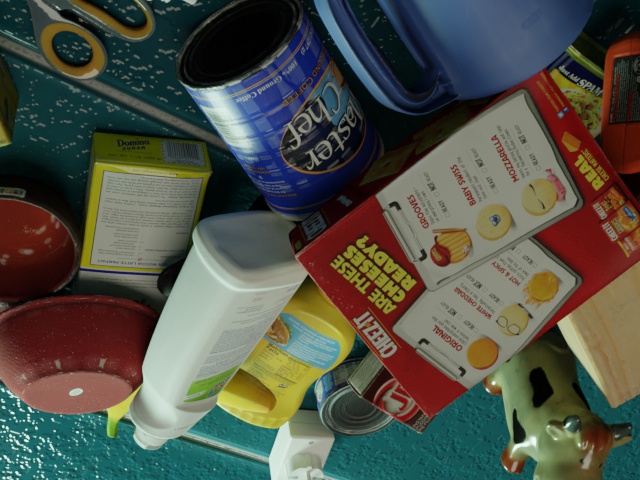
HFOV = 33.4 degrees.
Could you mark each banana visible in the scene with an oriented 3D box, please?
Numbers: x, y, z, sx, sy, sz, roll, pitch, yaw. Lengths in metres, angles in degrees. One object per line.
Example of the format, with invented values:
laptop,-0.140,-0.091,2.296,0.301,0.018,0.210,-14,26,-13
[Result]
banana,-0.131,0.136,0.988,0.198,0.037,0.069,-13,111,31

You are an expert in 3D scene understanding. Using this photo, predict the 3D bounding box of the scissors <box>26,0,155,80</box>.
scissors,-0.215,-0.174,0.746,0.201,0.016,0.096,19,125,-24

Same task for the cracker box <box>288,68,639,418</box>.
cracker box,0.110,-0.004,0.772,0.214,0.072,0.164,-38,106,5

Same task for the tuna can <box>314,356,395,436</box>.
tuna can,0.038,0.158,1.070,0.086,0.034,0.086,-5,132,-6

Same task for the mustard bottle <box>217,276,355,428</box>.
mustard bottle,-0.024,0.089,0.981,0.096,0.058,0.192,32,120,-15

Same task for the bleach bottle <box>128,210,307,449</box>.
bleach bottle,-0.100,0.087,0.869,0.102,0.068,0.251,-10,143,-47

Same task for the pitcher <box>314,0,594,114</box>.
pitcher,0.061,-0.209,0.687,0.145,0.149,0.242,-21,130,29

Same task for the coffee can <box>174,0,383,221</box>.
coffee can,-0.027,-0.098,0.789,0.103,0.103,0.140,-25,130,12

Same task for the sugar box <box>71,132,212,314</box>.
sugar box,-0.152,-0.005,0.887,0.093,0.048,0.176,5,133,-18

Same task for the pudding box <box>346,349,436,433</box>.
pudding box,0.093,0.117,1.018,0.090,0.039,0.113,35,93,-33

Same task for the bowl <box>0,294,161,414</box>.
bowl,-0.208,0.106,0.913,0.162,0.055,0.162,-7,150,-4
